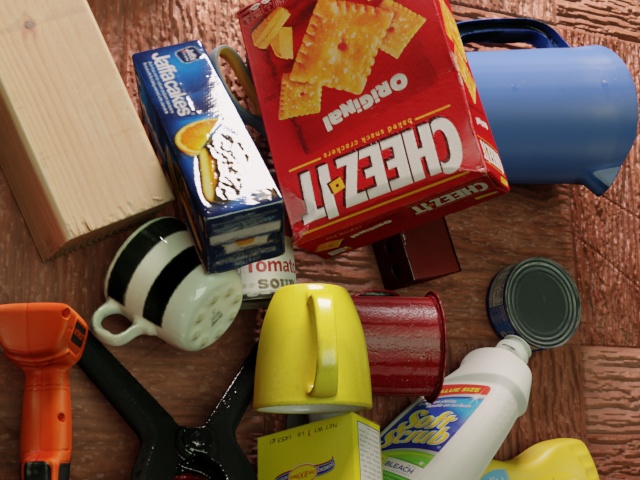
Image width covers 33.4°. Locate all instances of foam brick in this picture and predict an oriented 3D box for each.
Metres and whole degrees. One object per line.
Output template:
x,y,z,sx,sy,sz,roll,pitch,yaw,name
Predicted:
0.080,0.000,0.939,0.051,0.053,0.078,-13,83,-29,foam brick

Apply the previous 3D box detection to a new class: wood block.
-0.201,-0.100,0.803,0.090,0.090,0.206,-23,89,-28,wood block

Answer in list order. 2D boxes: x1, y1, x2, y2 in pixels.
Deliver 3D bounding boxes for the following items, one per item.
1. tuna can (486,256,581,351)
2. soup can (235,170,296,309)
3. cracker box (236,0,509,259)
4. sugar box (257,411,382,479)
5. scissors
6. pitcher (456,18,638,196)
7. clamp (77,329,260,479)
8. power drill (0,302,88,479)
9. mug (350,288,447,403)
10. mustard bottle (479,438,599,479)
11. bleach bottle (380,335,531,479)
0.198,0.060,0.993,0.086,0.034,0.086,7,75,-25,tuna can
-0.056,0.001,0.863,0.068,0.069,0.102,0,78,-27,soup can
0.036,-0.114,0.841,0.072,0.164,0.214,22,51,-63,cracker box
0.001,0.222,0.776,0.048,0.093,0.176,36,42,-44,sugar box
-0.027,-0.091,0.927,0.201,0.016,0.096,53,42,-21,scissors
0.149,-0.121,0.967,0.242,0.149,0.145,-3,112,-24,pitcher
-0.106,0.149,0.785,0.164,0.036,0.210,10,49,-20,clamp
-0.188,0.138,0.700,0.057,0.184,0.187,0,78,-7,power drill
0.052,0.079,0.887,0.081,0.093,0.117,2,38,-9,mug
0.152,0.233,0.914,0.191,0.058,0.096,-7,87,-28,mustard bottle
0.096,0.167,0.891,0.250,0.103,0.068,-44,120,-34,bleach bottle
